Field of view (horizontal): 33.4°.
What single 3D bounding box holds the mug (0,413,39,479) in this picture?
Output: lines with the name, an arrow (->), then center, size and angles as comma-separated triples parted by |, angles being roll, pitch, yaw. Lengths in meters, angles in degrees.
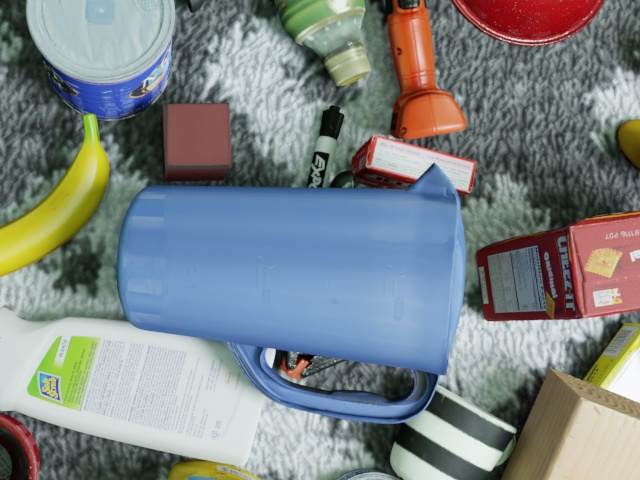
mug -> -0.261, 0.181, 0.797 | 0.093, 0.081, 0.117 | 32, 81, -5

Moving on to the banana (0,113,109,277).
banana -> -0.236, -0.015, 0.840 | 0.197, 0.037, 0.069 | -39, 95, -7

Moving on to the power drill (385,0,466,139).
power drill -> 0.073, -0.175, 0.837 | 0.057, 0.184, 0.187 | -8, 95, 2

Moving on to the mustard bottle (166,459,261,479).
mustard bottle -> -0.065, 0.200, 0.768 | 0.096, 0.192, 0.058 | 23, 82, -6

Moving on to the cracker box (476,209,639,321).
cracker box -> 0.230, 0.017, 0.818 | 0.164, 0.214, 0.072 | -9, 86, -9

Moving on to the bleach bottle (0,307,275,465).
bleach bottle -> -0.168, 0.099, 0.829 | 0.250, 0.068, 0.102 | 15, 75, -3

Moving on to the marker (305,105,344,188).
marker -> -0.001, -0.054, 0.888 | 0.020, 0.020, 0.121 | 14, 83, -7

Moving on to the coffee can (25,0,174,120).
coffee can -> -0.164, -0.155, 0.811 | 0.102, 0.140, 0.103 | 1, 85, -9

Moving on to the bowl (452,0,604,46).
bowl -> 0.186, -0.252, 0.916 | 0.162, 0.055, 0.162 | 1, 85, -9

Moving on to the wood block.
wood block -> 0.189, 0.218, 0.833 | 0.090, 0.090, 0.206 | 22, 96, -6

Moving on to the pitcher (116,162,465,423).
pitcher -> -0.018, 0.032, 0.774 | 0.243, 0.145, 0.149 | 4, 52, 9

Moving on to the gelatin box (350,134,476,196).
gelatin box -> 0.074, -0.056, 0.872 | 0.089, 0.073, 0.030 | 13, 84, -8

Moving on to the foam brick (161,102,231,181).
foam brick -> -0.099, -0.077, 0.847 | 0.051, 0.078, 0.053 | -2, 87, -9

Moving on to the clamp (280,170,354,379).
clamp -> 0.031, 0.042, 0.873 | 0.120, 0.039, 0.171 | 26, 92, -9
